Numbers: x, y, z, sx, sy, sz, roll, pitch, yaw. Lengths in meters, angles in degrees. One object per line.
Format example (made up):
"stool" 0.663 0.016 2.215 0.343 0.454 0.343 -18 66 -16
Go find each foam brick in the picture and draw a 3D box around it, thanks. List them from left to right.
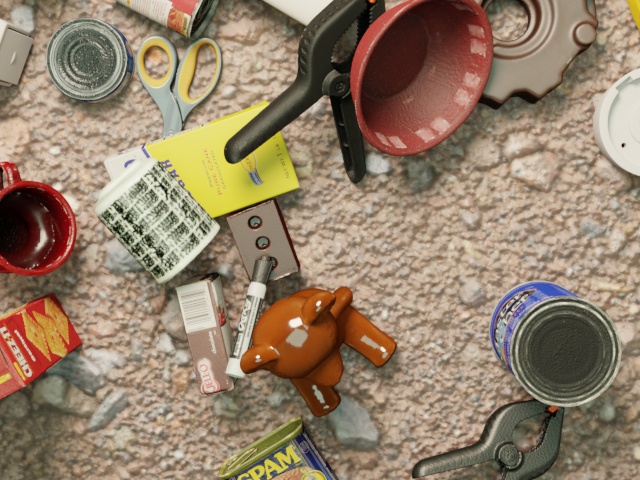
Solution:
"foam brick" -0.057 0.001 1.084 0.053 0.051 0.078 -21 93 2

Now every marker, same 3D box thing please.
"marker" -0.068 0.073 1.035 0.020 0.020 0.121 14 76 0

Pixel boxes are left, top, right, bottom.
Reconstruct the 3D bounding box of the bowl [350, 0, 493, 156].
"bowl" 0.084 -0.162 0.997 0.162 0.161 0.055 -53 47 4

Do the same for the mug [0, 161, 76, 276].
"mug" -0.305 -0.020 1.059 0.093 0.082 0.117 -18 97 -36

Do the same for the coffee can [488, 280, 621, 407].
"coffee can" 0.224 0.097 1.039 0.103 0.140 0.103 0 94 1

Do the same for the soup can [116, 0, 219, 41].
"soup can" -0.157 -0.251 1.059 0.102 0.068 0.068 28 94 3

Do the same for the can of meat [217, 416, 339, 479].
"can of meat" -0.040 0.245 1.098 0.102 0.057 0.084 -32 95 4

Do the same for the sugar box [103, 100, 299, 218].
"sugar box" -0.119 -0.068 1.074 0.176 0.048 0.093 -21 101 -4

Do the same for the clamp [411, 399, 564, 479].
"clamp" 0.178 0.218 1.085 0.120 0.039 0.171 38 76 -3

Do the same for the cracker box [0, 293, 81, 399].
"cracker box" -0.336 0.127 1.018 0.164 0.213 0.072 -29 93 3

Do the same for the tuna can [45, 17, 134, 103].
"tuna can" -0.234 -0.183 1.085 0.086 0.034 0.086 0 94 1

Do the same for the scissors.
"scissors" -0.168 -0.122 1.095 0.096 0.016 0.202 26 93 -3

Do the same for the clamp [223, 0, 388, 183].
"clamp" 0.000 -0.149 1.011 0.164 0.036 0.210 -1 122 -34

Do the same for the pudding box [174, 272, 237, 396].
"pudding box" -0.111 0.092 1.073 0.039 0.090 0.113 -11 93 0
